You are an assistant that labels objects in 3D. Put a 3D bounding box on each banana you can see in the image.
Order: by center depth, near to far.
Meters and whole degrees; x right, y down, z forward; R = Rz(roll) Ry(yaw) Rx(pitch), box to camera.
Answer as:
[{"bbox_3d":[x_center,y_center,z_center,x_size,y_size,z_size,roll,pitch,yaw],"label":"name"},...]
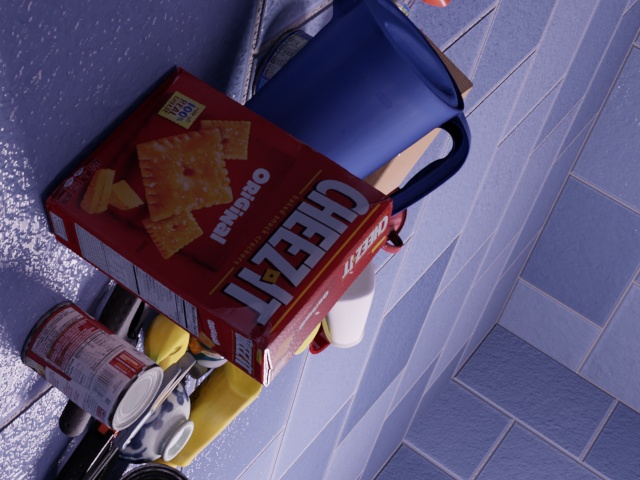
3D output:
[{"bbox_3d":[-0.161,0.107,1.093,0.069,0.037,0.198,-56,177,-8],"label":"banana"}]

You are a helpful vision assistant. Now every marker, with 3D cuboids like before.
[{"bbox_3d":[-0.123,0.140,1.334,0.120,0.020,0.020,-34,151,-55],"label":"marker"}]

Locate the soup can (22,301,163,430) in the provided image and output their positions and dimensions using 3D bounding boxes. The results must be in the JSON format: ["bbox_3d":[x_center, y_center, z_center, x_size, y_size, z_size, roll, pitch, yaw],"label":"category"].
[{"bbox_3d":[-0.195,0.108,0.917,0.068,0.102,0.068,-50,162,-23],"label":"soup can"}]

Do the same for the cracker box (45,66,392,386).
[{"bbox_3d":[-0.077,-0.017,0.824,0.164,0.214,0.072,-49,162,-25],"label":"cracker box"}]

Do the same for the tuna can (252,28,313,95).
[{"bbox_3d":[-0.027,-0.159,1.031,0.086,0.034,0.086,-50,162,-23],"label":"tuna can"}]

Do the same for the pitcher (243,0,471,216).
[{"bbox_3d":[0.002,-0.088,0.935,0.243,0.149,0.144,-38,144,22],"label":"pitcher"}]

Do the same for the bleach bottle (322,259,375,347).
[{"bbox_3d":[0.026,0.067,1.319,0.251,0.068,0.102,90,-9,-70],"label":"bleach bottle"}]

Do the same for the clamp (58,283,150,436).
[{"bbox_3d":[-0.193,0.096,1.020,0.171,0.039,0.120,-64,180,15],"label":"clamp"}]

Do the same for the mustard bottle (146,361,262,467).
[{"bbox_3d":[-0.148,0.217,1.287,0.192,0.058,0.096,-47,-164,22],"label":"mustard bottle"}]

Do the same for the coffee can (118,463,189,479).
[{"bbox_3d":[-0.198,0.315,1.231,0.102,0.103,0.140,-51,179,-21],"label":"coffee can"}]

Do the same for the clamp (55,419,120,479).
[{"bbox_3d":[-0.260,0.272,1.152,0.210,0.036,0.164,-62,168,16],"label":"clamp"}]

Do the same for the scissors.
[{"bbox_3d":[-0.194,0.191,1.067,0.201,0.016,0.096,-50,176,-14],"label":"scissors"}]
